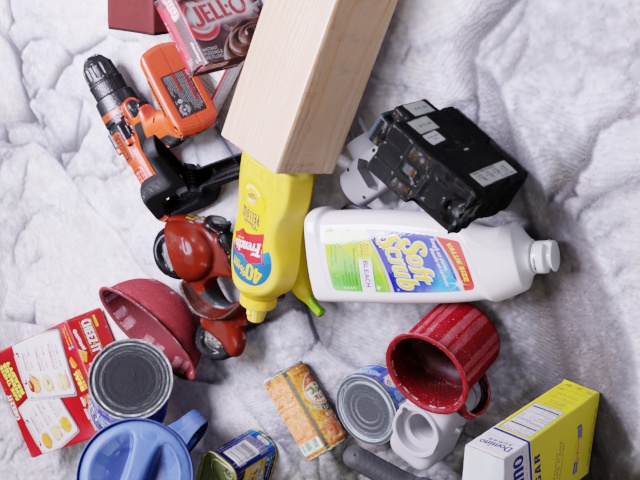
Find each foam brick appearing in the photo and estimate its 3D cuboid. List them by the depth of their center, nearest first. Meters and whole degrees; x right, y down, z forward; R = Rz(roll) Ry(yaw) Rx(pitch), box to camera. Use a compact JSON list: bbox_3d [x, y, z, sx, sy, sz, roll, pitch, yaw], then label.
[{"bbox_3d":[-0.200,-0.267,1.228,0.078,0.052,0.051,15,114,34],"label":"foam brick"}]

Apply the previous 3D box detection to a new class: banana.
[{"bbox_3d":[-0.020,-0.018,1.172,0.070,0.037,0.198,8,108,38],"label":"banana"}]

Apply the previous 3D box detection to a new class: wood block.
[{"bbox_3d":[-0.010,-0.177,1.051,0.091,0.090,0.206,37,117,35],"label":"wood block"}]

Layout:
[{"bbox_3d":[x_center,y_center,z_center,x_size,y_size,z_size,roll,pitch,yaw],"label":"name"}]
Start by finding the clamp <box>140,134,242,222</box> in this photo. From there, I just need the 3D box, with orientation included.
[{"bbox_3d":[-0.156,-0.070,1.207,0.210,0.164,0.036,-31,62,50],"label":"clamp"}]

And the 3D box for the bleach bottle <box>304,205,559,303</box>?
[{"bbox_3d":[0.108,0.011,1.050,0.251,0.068,0.102,-3,98,31],"label":"bleach bottle"}]

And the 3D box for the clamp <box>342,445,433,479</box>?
[{"bbox_3d":[0.108,0.276,1.150,0.172,0.039,0.120,22,163,20],"label":"clamp"}]

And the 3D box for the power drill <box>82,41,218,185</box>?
[{"bbox_3d":[-0.200,-0.159,1.233,0.184,0.057,0.188,60,150,-2],"label":"power drill"}]

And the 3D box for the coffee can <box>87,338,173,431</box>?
[{"bbox_3d":[-0.241,0.192,1.346,0.103,0.102,0.140,54,158,12],"label":"coffee can"}]

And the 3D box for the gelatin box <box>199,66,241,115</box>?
[{"bbox_3d":[-0.133,-0.191,1.212,0.073,0.030,0.089,46,131,18],"label":"gelatin box"}]

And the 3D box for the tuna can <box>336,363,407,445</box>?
[{"bbox_3d":[0.059,0.182,1.176,0.086,0.033,0.086,14,113,36],"label":"tuna can"}]

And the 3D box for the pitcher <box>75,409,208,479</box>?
[{"bbox_3d":[-0.212,0.294,1.324,0.243,0.149,0.145,104,165,-73],"label":"pitcher"}]

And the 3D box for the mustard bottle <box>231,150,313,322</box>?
[{"bbox_3d":[-0.058,0.001,1.143,0.096,0.058,0.192,36,126,45],"label":"mustard bottle"}]

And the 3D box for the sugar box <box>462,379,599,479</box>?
[{"bbox_3d":[0.193,0.201,0.977,0.048,0.175,0.093,16,114,35],"label":"sugar box"}]

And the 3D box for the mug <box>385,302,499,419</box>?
[{"bbox_3d":[0.132,0.121,1.058,0.093,0.081,0.117,-29,96,48],"label":"mug"}]

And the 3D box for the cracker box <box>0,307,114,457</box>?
[{"bbox_3d":[-0.359,0.203,1.505,0.214,0.071,0.164,-24,88,43],"label":"cracker box"}]

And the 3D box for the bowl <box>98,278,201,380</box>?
[{"bbox_3d":[-0.197,0.098,1.320,0.162,0.055,0.162,35,156,18],"label":"bowl"}]

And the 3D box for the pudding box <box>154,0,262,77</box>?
[{"bbox_3d":[-0.107,-0.227,1.123,0.039,0.113,0.090,-29,85,45],"label":"pudding box"}]

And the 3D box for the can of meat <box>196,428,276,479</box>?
[{"bbox_3d":[-0.104,0.290,1.314,0.057,0.083,0.102,32,123,28],"label":"can of meat"}]
